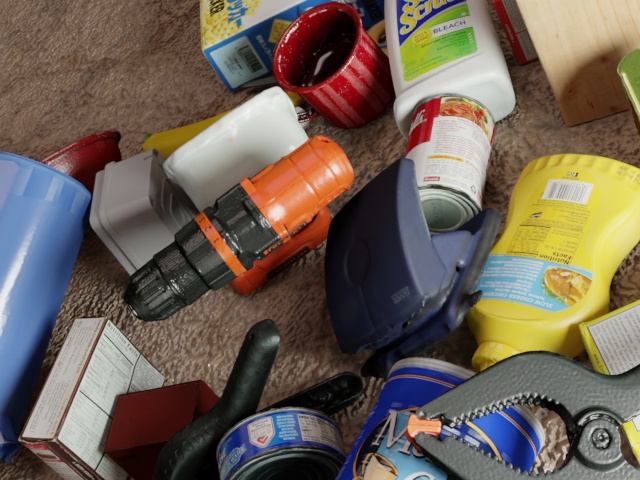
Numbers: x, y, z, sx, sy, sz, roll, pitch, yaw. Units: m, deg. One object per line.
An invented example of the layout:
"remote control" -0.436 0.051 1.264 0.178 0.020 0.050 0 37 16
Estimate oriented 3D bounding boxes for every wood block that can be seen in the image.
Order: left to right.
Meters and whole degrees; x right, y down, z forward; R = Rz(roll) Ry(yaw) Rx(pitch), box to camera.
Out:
"wood block" 0.194 -0.198 0.798 0.090 0.206 0.091 -16 43 21

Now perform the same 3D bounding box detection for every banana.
"banana" -0.103 -0.111 1.049 0.198 0.037 0.069 -13 45 24

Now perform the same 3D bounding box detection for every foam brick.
"foam brick" -0.111 0.143 0.793 0.078 0.053 0.051 -13 44 24

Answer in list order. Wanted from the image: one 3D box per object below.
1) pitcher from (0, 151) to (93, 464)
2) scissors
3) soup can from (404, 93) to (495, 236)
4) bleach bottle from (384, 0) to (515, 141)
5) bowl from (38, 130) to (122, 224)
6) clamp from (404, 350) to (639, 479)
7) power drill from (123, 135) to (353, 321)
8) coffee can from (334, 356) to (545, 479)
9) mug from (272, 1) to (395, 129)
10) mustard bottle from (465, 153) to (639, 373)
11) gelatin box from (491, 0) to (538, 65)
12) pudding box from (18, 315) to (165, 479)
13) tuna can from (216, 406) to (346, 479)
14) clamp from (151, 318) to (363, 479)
"pitcher" -0.288 0.052 0.887 0.145 0.149 0.243 -20 50 70
"scissors" 0.017 -0.184 1.053 0.202 0.016 0.096 7 58 38
"soup can" 0.098 -0.056 0.833 0.069 0.068 0.102 -9 47 27
"bleach bottle" 0.096 -0.203 0.949 0.103 0.068 0.251 -20 51 13
"bowl" -0.248 -0.040 1.030 0.162 0.055 0.162 -33 -1 -1
"clamp" 0.151 0.117 0.566 0.210 0.036 0.164 -3 71 2
"power drill" -0.055 0.001 0.807 0.184 0.057 0.187 -35 -4 -1
"coffee can" 0.058 0.155 0.626 0.103 0.102 0.140 8 56 39
"mug" 0.007 -0.146 0.965 0.117 0.081 0.093 -37 50 13
"mustard bottle" 0.150 0.029 0.720 0.096 0.058 0.191 11 57 35
"gelatin box" 0.196 -0.198 0.901 0.089 0.073 0.030 -20 42 17
"pudding box" -0.172 0.128 0.821 0.039 0.090 0.113 -8 47 28
"tuna can" -0.024 0.149 0.701 0.086 0.086 0.034 -26 42 10
"clamp" -0.049 0.135 0.741 0.172 0.120 0.039 -50 40 14
